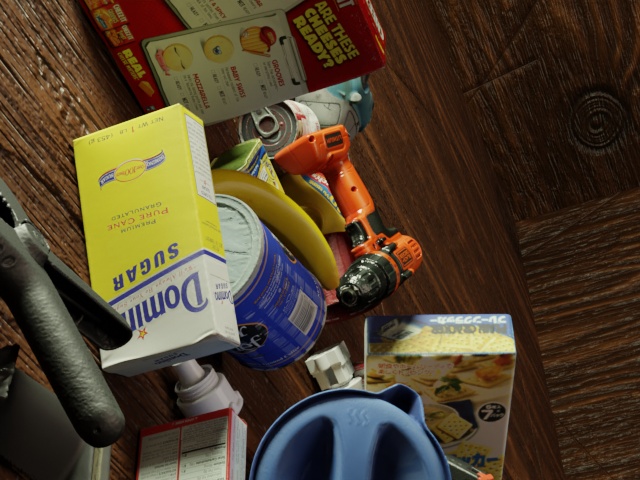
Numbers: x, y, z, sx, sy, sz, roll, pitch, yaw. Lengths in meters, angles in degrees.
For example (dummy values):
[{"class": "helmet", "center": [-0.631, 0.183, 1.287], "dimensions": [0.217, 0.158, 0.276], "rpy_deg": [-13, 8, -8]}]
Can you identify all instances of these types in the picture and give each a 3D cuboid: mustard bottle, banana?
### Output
[{"class": "mustard bottle", "center": [-0.006, -0.049, 1.248], "dimensions": [0.096, 0.058, 0.191], "rpy_deg": [45, 24, -12]}, {"class": "banana", "center": [-0.053, -0.017, 0.972], "dimensions": [0.197, 0.037, 0.069], "rpy_deg": [25, 80, -33]}]

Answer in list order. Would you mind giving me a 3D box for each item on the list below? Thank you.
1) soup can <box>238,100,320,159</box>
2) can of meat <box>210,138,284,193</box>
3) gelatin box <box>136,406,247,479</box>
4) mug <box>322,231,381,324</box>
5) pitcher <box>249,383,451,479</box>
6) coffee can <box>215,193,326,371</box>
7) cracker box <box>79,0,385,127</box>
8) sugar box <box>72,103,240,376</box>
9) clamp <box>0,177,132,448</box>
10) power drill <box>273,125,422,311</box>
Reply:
[{"class": "soup can", "center": [-0.044, -0.124, 1.193], "dimensions": [0.102, 0.068, 0.068], "rpy_deg": [-11, 85, -74]}, {"class": "can of meat", "center": [-0.071, -0.042, 1.038], "dimensions": [0.102, 0.057, 0.084], "rpy_deg": [-70, 139, -64]}, {"class": "gelatin box", "center": [-0.089, 0.165, 0.732], "dimensions": [0.030, 0.073, 0.089], "rpy_deg": [57, 23, -45]}, {"class": "mug", "center": [0.023, 0.041, 1.193], "dimensions": [0.117, 0.093, 0.081], "rpy_deg": [-1, 67, -41]}, {"class": "pitcher", "center": [0.000, 0.204, 0.788], "dimensions": [0.243, 0.149, 0.145], "rpy_deg": [112, -35, -70]}, {"class": "coffee can", "center": [-0.067, 0.038, 0.884], "dimensions": [0.140, 0.103, 0.103], "rpy_deg": [48, 29, -56]}, {"class": "cracker box", "center": [-0.072, -0.193, 0.896], "dimensions": [0.072, 0.214, 0.164], "rpy_deg": [-86, 154, -51]}, {"class": "sugar box", "center": [-0.119, 0.000, 0.762], "dimensions": [0.048, 0.093, 0.176], "rpy_deg": [36, 40, -64]}, {"class": "clamp", "center": [-0.173, 0.011, 0.618], "dimensions": [0.210, 0.036, 0.164], "rpy_deg": [56, 0, -9]}, {"class": "power drill", "center": [0.027, -0.024, 1.118], "dimensions": [0.187, 0.057, 0.184], "rpy_deg": [61, 24, 0]}]
